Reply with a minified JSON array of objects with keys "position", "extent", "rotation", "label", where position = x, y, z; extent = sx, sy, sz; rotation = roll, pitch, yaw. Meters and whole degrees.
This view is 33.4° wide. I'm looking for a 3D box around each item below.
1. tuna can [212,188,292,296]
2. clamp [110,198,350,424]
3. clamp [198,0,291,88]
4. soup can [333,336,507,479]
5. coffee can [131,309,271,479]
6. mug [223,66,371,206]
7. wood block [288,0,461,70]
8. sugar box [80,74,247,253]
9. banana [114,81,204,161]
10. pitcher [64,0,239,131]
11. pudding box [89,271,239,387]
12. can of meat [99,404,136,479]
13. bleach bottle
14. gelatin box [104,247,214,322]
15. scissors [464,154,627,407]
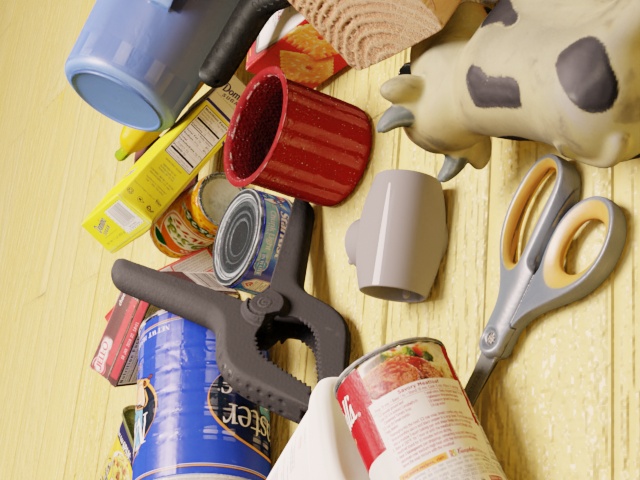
[{"position":[-0.056,0.001,0.881],"extent":[0.086,0.033,0.086],"rotation":[-37,45,48],"label":"tuna can"},{"position":[-0.050,0.056,0.754],"extent":[0.036,0.164,0.210],"rotation":[87,161,-44],"label":"clamp"},{"position":[-0.042,-0.206,0.813],"extent":[0.172,0.039,0.120],"rotation":[-38,50,37],"label":"clamp"},{"position":[0.056,0.112,0.570],"extent":[0.069,0.068,0.102],"rotation":[-50,50,35],"label":"soup can"},{"position":[-0.088,0.131,0.796],"extent":[0.103,0.102,0.140],"rotation":[-41,42,44],"label":"coffee can"},{"position":[-0.019,-0.079,0.810],"extent":[0.093,0.081,0.117],"rotation":[-62,30,19],"label":"mug"},{"position":[0.066,-0.212,0.638],"extent":[0.206,0.090,0.090],"rotation":[-55,20,-26],"label":"wood block"},{"position":[-0.135,-0.072,0.967],"extent":[0.094,0.048,0.176],"rotation":[-26,25,53],"label":"sugar box"},{"position":[-0.139,-0.157,1.045],"extent":[0.198,0.037,0.070],"rotation":[-50,24,-3],"label":"banana"},{"position":[-0.129,-0.227,0.961],"extent":[0.145,0.149,0.242],"rotation":[11,67,35],"label":"pitcher"},{"position":[-0.128,0.072,0.890],"extent":[0.039,0.113,0.090],"rotation":[35,106,32],"label":"pudding box"},{"position":[-0.150,0.205,0.916],"extent":[0.084,0.057,0.102],"rotation":[-67,28,15],"label":"can of meat"},{"position":[-0.026,0.207,0.691],"extent":[0.251,0.068,0.102],"rotation":[-58,23,33],"label":"bleach bottle"},{"position":[-0.139,0.047,0.954],"extent":[0.030,0.089,0.073],"rotation":[55,134,7],"label":"gelatin box"},{"position":[0.111,0.052,0.581],"extent":[0.096,0.016,0.202],"rotation":[16,89,61],"label":"scissors"}]
